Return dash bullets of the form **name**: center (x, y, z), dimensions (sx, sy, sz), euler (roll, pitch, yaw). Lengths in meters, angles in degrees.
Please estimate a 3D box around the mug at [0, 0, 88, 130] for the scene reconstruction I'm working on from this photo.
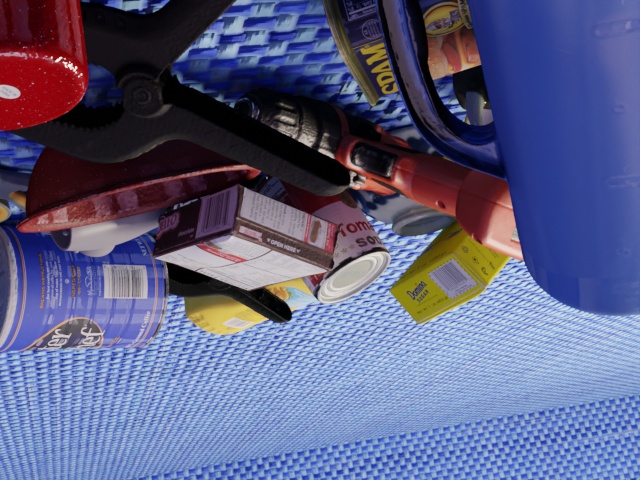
- **mug**: center (-0.161, -0.099, 0.504), dimensions (0.117, 0.081, 0.093), euler (-26, 158, 39)

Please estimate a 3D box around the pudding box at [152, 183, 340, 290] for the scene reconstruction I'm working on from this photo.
- **pudding box**: center (-0.055, 0.001, 0.767), dimensions (0.089, 0.039, 0.114), euler (21, 160, -33)

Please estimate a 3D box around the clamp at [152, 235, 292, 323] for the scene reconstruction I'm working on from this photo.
- **clamp**: center (-0.088, 0.032, 0.980), dimensions (0.171, 0.039, 0.120), euler (4, 129, -8)

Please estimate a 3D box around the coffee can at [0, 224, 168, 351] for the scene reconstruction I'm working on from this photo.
- **coffee can**: center (-0.212, 0.040, 0.880), dimensions (0.140, 0.103, 0.103), euler (3, 158, -39)

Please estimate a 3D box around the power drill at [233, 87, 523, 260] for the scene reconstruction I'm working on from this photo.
- **power drill**: center (0.054, -0.048, 0.703), dimensions (0.188, 0.057, 0.184), euler (25, -171, 36)

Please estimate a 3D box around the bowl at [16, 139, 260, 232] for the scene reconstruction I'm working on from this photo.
- **bowl**: center (-0.122, -0.051, 0.692), dimensions (0.162, 0.055, 0.162), euler (-15, 179, -1)

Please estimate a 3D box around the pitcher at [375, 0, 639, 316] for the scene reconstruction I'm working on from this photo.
- **pitcher**: center (0.134, -0.075, 0.534), dimensions (0.144, 0.149, 0.243), euler (-38, 138, -20)

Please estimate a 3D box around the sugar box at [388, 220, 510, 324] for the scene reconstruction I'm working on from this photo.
- **sugar box**: center (0.138, -0.011, 0.888), dimensions (0.176, 0.048, 0.094), euler (-48, -172, -38)

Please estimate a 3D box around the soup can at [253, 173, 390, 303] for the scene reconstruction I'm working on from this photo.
- **soup can**: center (0.001, -0.010, 0.827), dimensions (0.068, 0.102, 0.068), euler (-26, 156, -13)

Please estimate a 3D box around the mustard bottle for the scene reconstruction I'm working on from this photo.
- **mustard bottle**: center (-0.039, 0.042, 1.071), dimensions (0.192, 0.058, 0.096), euler (-21, 155, 30)

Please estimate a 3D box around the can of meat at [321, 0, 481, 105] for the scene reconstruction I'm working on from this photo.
- **can of meat**: center (0.053, -0.126, 0.600), dimensions (0.084, 0.057, 0.102), euler (-17, 162, 11)

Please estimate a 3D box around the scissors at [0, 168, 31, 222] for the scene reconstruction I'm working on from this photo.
- **scissors**: center (-0.251, -0.042, 0.740), dimensions (0.096, 0.016, 0.201), euler (-17, 162, 18)

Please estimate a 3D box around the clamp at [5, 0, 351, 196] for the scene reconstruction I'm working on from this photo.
- **clamp**: center (-0.090, -0.096, 0.576), dimensions (0.210, 0.036, 0.164), euler (1, 126, 6)
